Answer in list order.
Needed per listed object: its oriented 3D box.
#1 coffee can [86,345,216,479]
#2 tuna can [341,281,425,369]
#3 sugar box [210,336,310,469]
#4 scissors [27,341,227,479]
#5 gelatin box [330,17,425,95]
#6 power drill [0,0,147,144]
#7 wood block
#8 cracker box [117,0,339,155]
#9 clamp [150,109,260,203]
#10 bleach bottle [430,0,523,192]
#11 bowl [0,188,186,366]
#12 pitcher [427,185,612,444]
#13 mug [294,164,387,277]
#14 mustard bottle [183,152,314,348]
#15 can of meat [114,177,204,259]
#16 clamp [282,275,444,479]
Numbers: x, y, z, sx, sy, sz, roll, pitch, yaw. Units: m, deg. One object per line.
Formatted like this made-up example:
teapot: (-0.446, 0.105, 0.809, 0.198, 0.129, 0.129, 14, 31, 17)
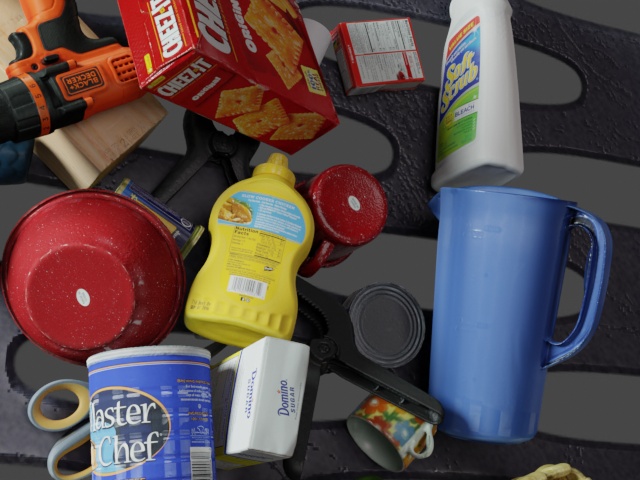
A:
coffee can: (-0.137, 0.164, 0.876, 0.102, 0.103, 0.140, 1, 74, -24)
tuna can: (0.059, 0.086, 1.062, 0.086, 0.034, 0.086, 6, 75, -23)
sugar box: (-0.063, 0.143, 0.913, 0.048, 0.176, 0.093, 16, 71, -20)
scissors: (-0.176, 0.126, 0.954, 0.096, 0.016, 0.201, 49, 64, -12)
gelatin box: (0.061, -0.196, 1.136, 0.089, 0.030, 0.073, -10, 80, -26)
power drill: (-0.252, -0.174, 0.872, 0.184, 0.057, 0.187, -24, 90, -32)
wood block: (-0.247, -0.150, 0.951, 0.206, 0.091, 0.090, 47, 63, -7)
cracker box: (-0.085, -0.186, 0.966, 0.213, 0.072, 0.164, 20, 45, -54)
clamp: (-0.107, -0.085, 1.028, 0.120, 0.039, 0.171, 7, 71, -28)
bleach bottle: (0.166, -0.177, 1.150, 0.068, 0.103, 0.251, 14, 65, -29)
bowl: (-0.197, 0.040, 0.900, 0.162, 0.055, 0.162, 0, 104, 1)
pitcher: (0.179, 0.070, 1.034, 0.145, 0.149, 0.243, 5, 93, -14)
mug: (0.008, -0.016, 1.038, 0.093, 0.082, 0.117, 34, 66, -13)
mustard bottle: (-0.056, 0.001, 0.967, 0.096, 0.058, 0.191, 13, 60, -2)
can of meat: (-0.168, 0.006, 0.955, 0.084, 0.057, 0.102, 35, 89, -10)
clamp: (-0.006, 0.115, 0.980, 0.164, 0.036, 0.210, -23, 63, -31)
